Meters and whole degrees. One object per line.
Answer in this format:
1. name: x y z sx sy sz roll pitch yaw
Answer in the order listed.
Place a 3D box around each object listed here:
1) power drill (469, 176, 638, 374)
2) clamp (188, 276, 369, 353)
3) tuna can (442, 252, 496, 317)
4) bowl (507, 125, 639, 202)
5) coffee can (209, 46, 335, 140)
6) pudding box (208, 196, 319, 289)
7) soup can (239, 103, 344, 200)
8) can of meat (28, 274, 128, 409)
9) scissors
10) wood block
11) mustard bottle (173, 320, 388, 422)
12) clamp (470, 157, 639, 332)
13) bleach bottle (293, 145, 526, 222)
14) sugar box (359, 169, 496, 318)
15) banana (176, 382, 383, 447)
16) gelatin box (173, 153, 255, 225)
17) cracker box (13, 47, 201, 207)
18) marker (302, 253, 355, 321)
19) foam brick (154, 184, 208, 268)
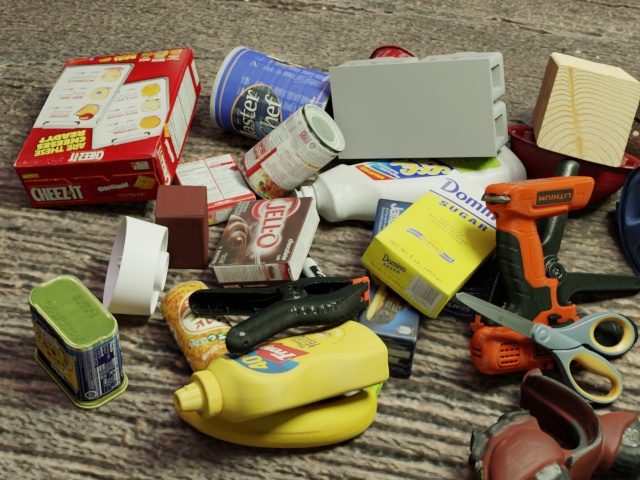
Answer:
1. power drill: 0.230 0.033 1.041 0.184 0.188 0.057 -5 5 -23
2. clamp: -0.029 0.065 0.983 0.171 0.039 0.120 -9 26 -13
3. tuna can: 0.155 0.038 1.127 0.086 0.034 0.086 2 43 -2
4. bowl: 0.284 -0.084 1.227 0.162 0.055 0.162 13 15 -4
5. coffee can: -0.047 -0.164 1.279 0.140 0.103 0.102 20 45 16
6. pudding box: -0.058 0.001 1.131 0.090 0.039 0.113 -4 41 20
7. soup can: -0.031 -0.098 1.196 0.068 0.102 0.068 39 29 -27
8. can of meat: -0.229 0.093 1.002 0.057 0.084 0.102 -29 52 -31
9. scissors: 0.222 0.077 1.005 0.096 0.201 0.016 -52 18 -10
10. wood block: 0.292 -0.151 1.191 0.090 0.091 0.206 15 16 6
11. mustard bottle: -0.041 0.121 0.955 0.191 0.058 0.096 -12 17 -29
12. clamp: 0.242 0.038 1.102 0.209 0.036 0.164 -44 102 -20
13. bleach bottle: 0.097 -0.057 1.202 0.250 0.068 0.102 -9 31 -11
14. sugar box: 0.125 -0.002 1.078 0.093 0.048 0.176 39 44 10
15. banana: -0.031 0.164 0.981 0.197 0.037 0.070 -3 21 -11
16. gelatin box: -0.122 -0.057 1.212 0.073 0.030 0.089 -14 45 -17
17. cracker box: -0.239 -0.133 1.238 0.164 0.072 0.213 -4 43 11
18. marker: -0.001 0.044 1.120 0.020 0.020 0.121 -18 47 -22
19. foam brick: -0.146 -0.015 1.130 0.053 0.078 0.051 1 44 -3
